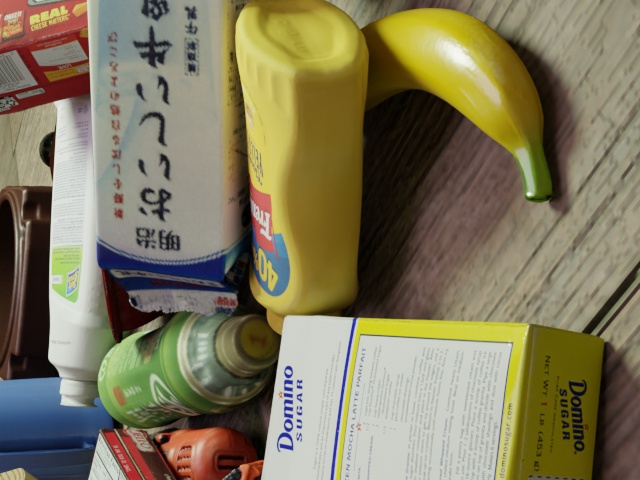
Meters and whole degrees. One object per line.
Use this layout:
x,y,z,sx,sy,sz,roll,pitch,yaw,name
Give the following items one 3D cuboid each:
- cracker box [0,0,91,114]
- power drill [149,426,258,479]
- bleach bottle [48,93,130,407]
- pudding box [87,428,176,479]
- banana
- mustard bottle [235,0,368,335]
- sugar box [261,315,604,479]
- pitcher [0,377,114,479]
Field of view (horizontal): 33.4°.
-0.183,-0.206,0.814,0.072,0.164,0.213,65,-164,-51,cracker box
-0.098,0.220,0.715,0.185,0.057,0.187,-26,63,60,power drill
-0.177,0.002,0.831,0.103,0.068,0.251,-5,78,57,bleach bottle
-0.125,0.188,0.675,0.090,0.039,0.113,37,113,59,pudding box
0.045,-0.075,0.499,0.198,0.037,0.070,35,117,60,banana
-0.009,-0.019,0.543,0.096,0.058,0.192,-118,23,-52,mustard bottle
0.039,0.081,0.458,0.177,0.048,0.093,-4,76,60,sugar box
-0.305,0.184,0.930,0.149,0.242,0.145,-65,34,36,pitcher
